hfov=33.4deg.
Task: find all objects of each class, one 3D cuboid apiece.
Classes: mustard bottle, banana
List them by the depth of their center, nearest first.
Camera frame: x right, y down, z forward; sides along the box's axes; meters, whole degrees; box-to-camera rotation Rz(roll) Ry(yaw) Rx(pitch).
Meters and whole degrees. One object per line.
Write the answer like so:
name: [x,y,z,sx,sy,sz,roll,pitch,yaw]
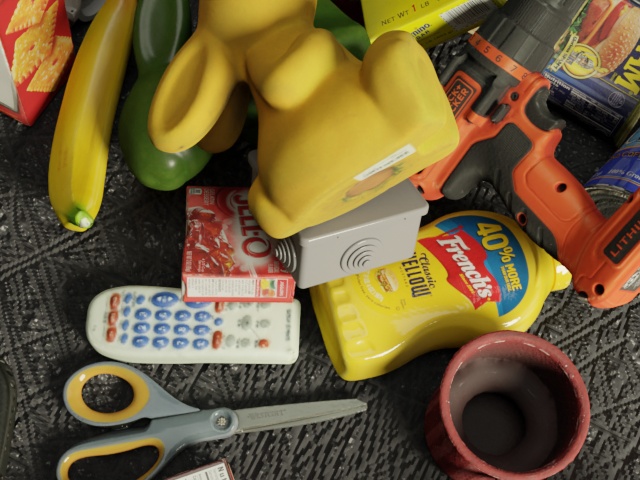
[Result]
mustard bottle: [0.092,0.028,0.721,0.191,0.058,0.096,-12,59,-12]
banana: [-0.155,-0.082,0.735,0.037,0.070,0.198,24,55,-36]

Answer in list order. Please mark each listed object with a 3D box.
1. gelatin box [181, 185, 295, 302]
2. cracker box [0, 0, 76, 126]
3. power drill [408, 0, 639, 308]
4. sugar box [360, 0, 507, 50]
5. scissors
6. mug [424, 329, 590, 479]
gelatin box: [-0.055,0.001,0.714,0.073,0.030,0.089,1,44,-5]
cracker box: [-0.249,-0.181,0.680,0.164,0.214,0.072,29,68,5]
power drill: [0.154,-0.064,0.667,0.188,0.057,0.185,46,111,28]
sugar box: [0.067,-0.222,0.745,0.093,0.048,0.176,-20,67,26]
scissors: [-0.079,0.104,0.696,0.201,0.016,0.096,-20,72,-14]
mug: [0.112,0.124,0.674,0.093,0.081,0.117,4,68,-5]
